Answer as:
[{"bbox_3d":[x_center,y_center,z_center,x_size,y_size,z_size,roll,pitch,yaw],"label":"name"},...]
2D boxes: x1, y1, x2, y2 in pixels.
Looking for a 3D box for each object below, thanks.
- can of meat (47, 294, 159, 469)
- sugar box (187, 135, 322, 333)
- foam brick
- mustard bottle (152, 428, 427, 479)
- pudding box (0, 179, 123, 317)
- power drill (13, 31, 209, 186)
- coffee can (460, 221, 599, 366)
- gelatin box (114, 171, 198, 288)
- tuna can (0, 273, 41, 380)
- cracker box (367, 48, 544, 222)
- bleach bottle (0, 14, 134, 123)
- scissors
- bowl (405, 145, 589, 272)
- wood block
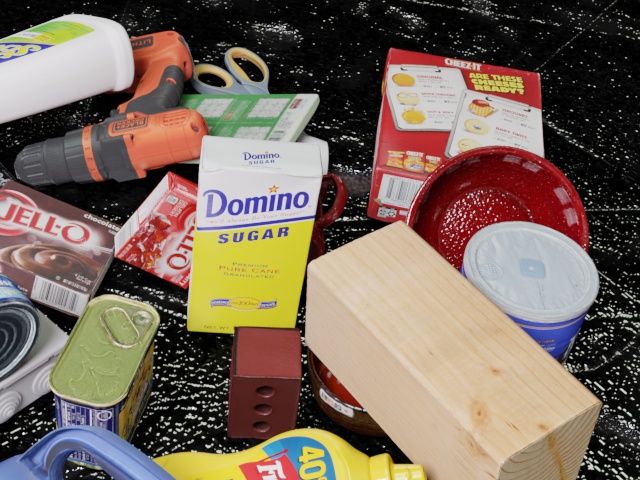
[{"bbox_3d":[-0.159,0.106,0.792,0.057,0.084,0.102,14,43,4],"label":"can of meat"},{"bbox_3d":[-0.056,0.001,0.854,0.093,0.176,0.048,3,43,-8],"label":"sugar box"},{"bbox_3d":[-0.043,0.109,0.816,0.053,0.078,0.051,2,44,-5],"label":"foam brick"},{"bbox_3d":[-0.023,0.177,0.711,0.192,0.058,0.096,-13,56,8],"label":"mustard bottle"},{"bbox_3d":[-0.234,0.006,0.903,0.113,0.039,0.090,24,43,-6],"label":"pudding box"},{"bbox_3d":[-0.196,-0.125,1.037,0.184,0.057,0.187,-9,41,5],"label":"power drill"},{"bbox_3d":[0.150,0.070,0.846,0.102,0.140,0.103,5,43,-5],"label":"coffee can"},{"bbox_3d":[-0.120,-0.008,0.899,0.073,0.089,0.030,27,32,-30],"label":"gelatin box"},{"bbox_3d":[-0.240,0.066,0.745,0.086,0.086,0.034,-28,57,-34],"label":"tuna can"},{"bbox_3d":[0.137,-0.097,1.073,0.164,0.072,0.213,10,42,0],"label":"cracker box"},{"bbox_3d":[-0.288,-0.133,0.929,0.103,0.068,0.250,18,34,35],"label":"bleach bottle"},{"bbox_3d":[-0.073,-0.140,1.120,0.096,0.016,0.202,-11,47,-19],"label":"scissors"},{"bbox_3d":[0.152,-0.003,0.948,0.162,0.162,0.055,9,3,-1],"label":"bowl"},{"bbox_3d":[0.084,0.090,0.747,0.090,0.091,0.206,-24,49,-27],"label":"wood block"}]
